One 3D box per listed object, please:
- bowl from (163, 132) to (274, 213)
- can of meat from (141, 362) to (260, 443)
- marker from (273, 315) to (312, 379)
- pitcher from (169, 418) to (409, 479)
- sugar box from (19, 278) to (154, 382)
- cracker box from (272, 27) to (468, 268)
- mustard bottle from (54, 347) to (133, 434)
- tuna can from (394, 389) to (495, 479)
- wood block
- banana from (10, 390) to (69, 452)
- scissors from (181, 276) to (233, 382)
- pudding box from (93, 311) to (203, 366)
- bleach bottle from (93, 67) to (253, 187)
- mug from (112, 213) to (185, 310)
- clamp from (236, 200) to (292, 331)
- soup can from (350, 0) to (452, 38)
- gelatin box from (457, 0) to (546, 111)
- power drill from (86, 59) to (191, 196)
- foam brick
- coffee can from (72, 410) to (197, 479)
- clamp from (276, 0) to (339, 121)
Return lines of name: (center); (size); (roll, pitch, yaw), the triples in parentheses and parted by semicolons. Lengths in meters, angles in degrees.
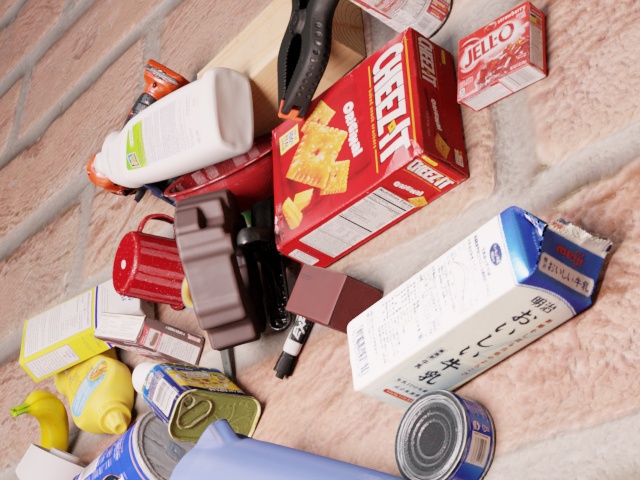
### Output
bowl: (-0.098, -0.068, 1.238); (0.162, 0.055, 0.162); (-25, 15, 7)
can of meat: (-0.128, 0.170, 1.122); (0.084, 0.101, 0.057); (31, 104, 53)
marker: (-0.019, 0.087, 1.106); (0.020, 0.020, 0.121); (21, 87, 56)
pitcher: (-0.016, 0.252, 0.915); (0.243, 0.149, 0.145); (-3, 53, 50)
sugar box: (-0.301, 0.109, 1.382); (0.176, 0.048, 0.093); (-23, 36, 7)
cracker box: (0.041, -0.091, 1.088); (0.214, 0.072, 0.164); (-33, 46, 38)
mustard bottle: (-0.283, 0.191, 1.365); (0.096, 0.058, 0.192); (-56, 34, 4)
tuna can: (0.101, 0.167, 0.880); (0.086, 0.033, 0.086); (-32, 46, 40)
wood block: (-0.051, -0.207, 1.269); (0.206, 0.090, 0.090); (-35, 45, 36)
banana: (-0.357, 0.248, 1.385); (0.037, 0.069, 0.198); (43, 151, 30)
scissors: (-0.129, 0.101, 1.234); (0.096, 0.016, 0.202); (-25, 58, 42)
pudding box: (-0.206, 0.118, 1.277); (0.114, 0.089, 0.039); (-4, 66, 52)
bleach bottle: (-0.187, -0.125, 1.274); (0.251, 0.067, 0.102); (-12, 79, 42)
mug: (-0.205, 0.023, 1.327); (0.093, 0.081, 0.117); (-12, 68, 59)
clamp: (-0.057, 0.001, 1.131); (0.039, 0.120, 0.171); (-11, 37, 4)
soup can: (0.079, -0.259, 1.114); (0.069, 0.102, 0.068); (-32, 46, 40)
gelatin box: (0.169, -0.172, 1.002); (0.089, 0.030, 0.073); (-24, 51, 44)
power drill: (-0.242, -0.147, 1.465); (0.187, 0.057, 0.184); (-62, -3, 1)
foam brick: (0.013, 0.059, 1.051); (0.078, 0.051, 0.053); (15, 81, 56)
coffee can: (-0.196, 0.261, 1.163); (0.140, 0.102, 0.103); (-42, 40, 31)
clamp: (-0.014, -0.232, 1.121); (0.165, 0.036, 0.210); (35, 113, 63)
